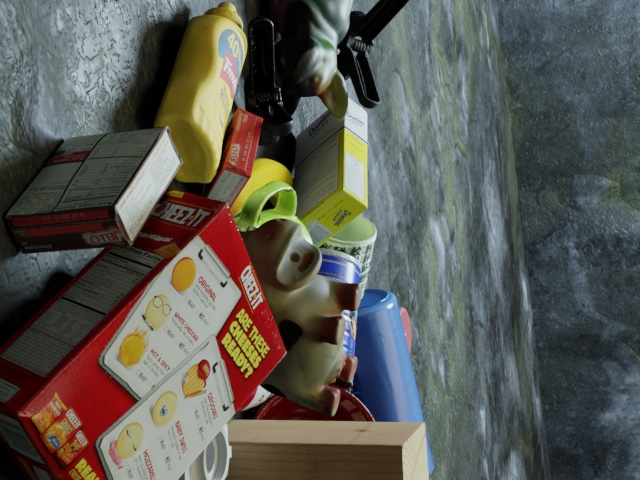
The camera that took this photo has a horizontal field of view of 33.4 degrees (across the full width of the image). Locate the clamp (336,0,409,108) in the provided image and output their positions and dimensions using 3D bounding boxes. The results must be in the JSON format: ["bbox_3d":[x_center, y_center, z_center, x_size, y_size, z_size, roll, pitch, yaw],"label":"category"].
[{"bbox_3d":[0.044,-0.231,1.313,0.036,0.210,0.164,22,80,-25],"label":"clamp"}]

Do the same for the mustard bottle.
[{"bbox_3d":[-0.107,-0.154,1.005,0.096,0.058,0.191,78,18,-53],"label":"mustard bottle"}]

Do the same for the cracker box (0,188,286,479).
[{"bbox_3d":[-0.132,0.091,0.773,0.213,0.072,0.164,-49,138,-31],"label":"cracker box"}]

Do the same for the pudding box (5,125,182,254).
[{"bbox_3d":[-0.162,-0.037,0.777,0.113,0.090,0.039,-70,150,-49],"label":"pudding box"}]

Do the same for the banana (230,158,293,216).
[{"bbox_3d":[-0.065,-0.055,1.152,0.197,0.037,0.069,1,86,-71],"label":"banana"}]

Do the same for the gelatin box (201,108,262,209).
[{"bbox_3d":[-0.088,-0.072,1.029,0.089,0.030,0.073,128,-23,-53],"label":"gelatin box"}]

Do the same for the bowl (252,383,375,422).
[{"bbox_3d":[-0.015,0.235,1.154,0.055,0.162,0.162,153,-59,-65],"label":"bowl"}]

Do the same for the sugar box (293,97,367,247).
[{"bbox_3d":[0.011,-0.081,1.246,0.048,0.093,0.176,35,37,-25],"label":"sugar box"}]

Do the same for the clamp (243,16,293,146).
[{"bbox_3d":[-0.059,-0.154,1.089,0.172,0.039,0.120,161,-75,-77],"label":"clamp"}]

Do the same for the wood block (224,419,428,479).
[{"bbox_3d":[-0.008,0.225,1.018,0.090,0.206,0.090,-16,102,-70],"label":"wood block"}]

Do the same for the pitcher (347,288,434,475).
[{"bbox_3d":[0.059,0.193,1.358,0.149,0.144,0.243,-160,-122,-68],"label":"pitcher"}]
